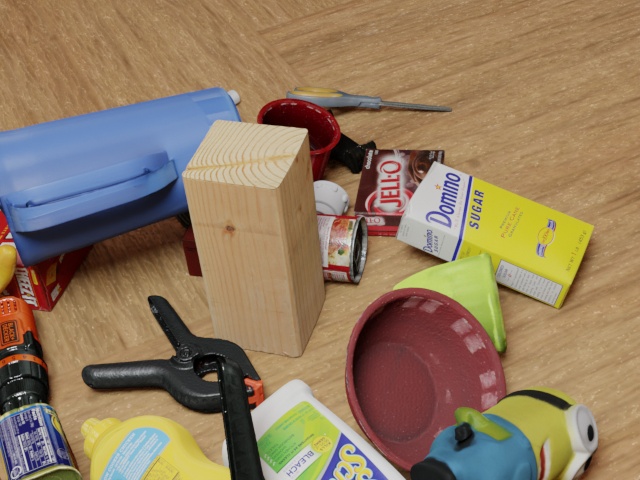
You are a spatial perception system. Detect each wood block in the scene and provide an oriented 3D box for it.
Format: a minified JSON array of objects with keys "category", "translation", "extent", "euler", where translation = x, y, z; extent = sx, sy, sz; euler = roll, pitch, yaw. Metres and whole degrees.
[{"category":"wood block","translation":[-0.056,0.002,0.992],"extent":[0.091,0.206,0.090],"euler":[8,43,16]}]

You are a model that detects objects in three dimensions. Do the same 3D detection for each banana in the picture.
[{"category":"banana","translation":[-0.373,0.045,1.076],"extent":[0.198,0.069,0.037],"euler":[-7,38,26]}]

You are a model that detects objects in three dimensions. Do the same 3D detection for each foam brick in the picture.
[{"category":"foam brick","translation":[-0.097,0.005,1.111],"extent":[0.078,0.053,0.051],"euler":[7,42,15]}]

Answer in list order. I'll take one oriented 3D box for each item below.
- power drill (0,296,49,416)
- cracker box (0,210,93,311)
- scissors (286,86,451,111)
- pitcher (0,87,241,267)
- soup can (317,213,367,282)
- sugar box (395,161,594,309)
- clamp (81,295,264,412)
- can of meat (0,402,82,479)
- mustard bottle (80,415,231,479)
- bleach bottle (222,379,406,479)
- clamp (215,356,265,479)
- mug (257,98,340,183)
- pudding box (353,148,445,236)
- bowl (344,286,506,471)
[{"category":"power drill","translation":[-0.347,0.138,0.990],"extent":[0.187,0.057,0.184],"euler":[-14,37,-12]},{"category":"cracker box","translation":[-0.360,-0.016,1.157],"extent":[0.214,0.072,0.164],"euler":[7,43,14]},{"category":"scissors","translation":[0.053,-0.175,1.325],"extent":[0.201,0.016,0.096],"euler":[1,16,-14]},{"category":"pitcher","translation":[-0.191,-0.066,1.032],"extent":[0.242,0.145,0.149],"euler":[-17,62,-10]},{"category":"soup can","translation":[-0.008,0.005,1.088],"extent":[0.102,0.068,0.068],"euler":[5,42,14]},{"category":"sugar box","translation":[0.174,-0.009,1.066],"extent":[0.176,0.048,0.093],"euler":[25,48,10]},{"category":"clamp","translation":[-0.134,0.120,0.994],"extent":[0.172,0.039,0.120],"euler":[24,55,31]},{"category":"can of meat","translation":[-0.224,0.195,0.871],"extent":[0.057,0.102,0.084],"euler":[-20,40,-14]},{"category":"mustard bottle","translation":[-0.134,0.199,0.875],"extent":[0.192,0.058,0.096],"euler":[28,86,35]},{"category":"bleach bottle","translation":[0.039,0.215,0.842],"extent":[0.251,0.068,0.102],"euler":[32,56,34]},{"category":"clamp","translation":[-0.069,0.214,0.780],"extent":[0.164,0.210,0.036],"euler":[-38,7,-12]},{"category":"mug","translation":[-0.032,-0.089,1.178],"extent":[0.093,0.082,0.117],"euler":[10,44,-7]},{"category":"pudding box","translation":[0.088,-0.053,1.163],"extent":[0.090,0.039,0.113],"euler":[2,42,10]},{"category":"bowl","translation":[0.079,0.124,0.910],"extent":[0.161,0.055,0.162],"euler":[11,66,-27]}]
